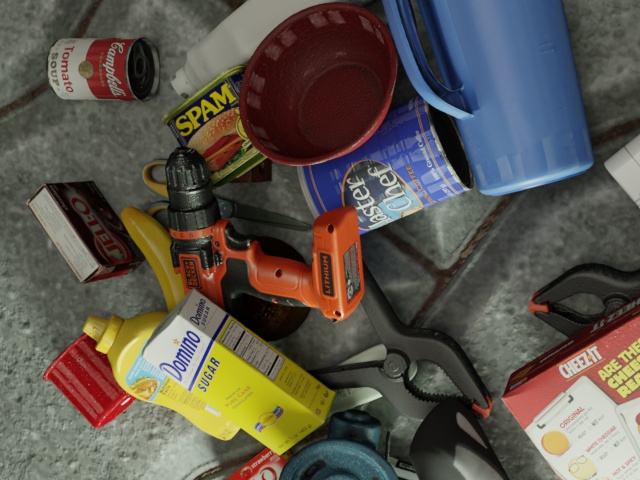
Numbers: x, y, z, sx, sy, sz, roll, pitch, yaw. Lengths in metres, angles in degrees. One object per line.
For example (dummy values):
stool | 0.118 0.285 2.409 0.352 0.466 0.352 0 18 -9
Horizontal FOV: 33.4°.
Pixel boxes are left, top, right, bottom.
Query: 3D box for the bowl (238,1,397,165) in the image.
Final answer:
bowl | 0.007 -0.135 0.983 0.162 0.055 0.162 -10 67 26

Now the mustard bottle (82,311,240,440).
mustard bottle | -0.157 0.128 1.108 0.191 0.058 0.096 28 111 -10

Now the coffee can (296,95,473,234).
coffee can | 0.062 -0.069 1.024 0.140 0.102 0.103 -23 87 20

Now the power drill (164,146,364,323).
power drill | -0.057 0.001 1.006 0.188 0.057 0.184 4 117 25

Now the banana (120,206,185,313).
banana | -0.164 0.057 1.143 0.069 0.037 0.198 -10 97 -5

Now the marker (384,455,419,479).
marker | 0.119 0.243 1.074 0.121 0.020 0.020 15 99 19

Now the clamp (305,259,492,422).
clamp | 0.066 0.124 1.045 0.210 0.036 0.165 33 110 8

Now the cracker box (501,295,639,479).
cracker box | 0.293 0.175 0.957 0.164 0.072 0.213 -35 92 21

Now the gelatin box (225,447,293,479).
gelatin box | -0.057 0.266 1.135 0.089 0.030 0.073 -39 81 19

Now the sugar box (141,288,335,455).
sugar box | -0.081 0.131 1.039 0.176 0.048 0.093 35 135 -10

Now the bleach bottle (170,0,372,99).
bleach bottle | -0.046 -0.216 1.052 0.251 0.102 0.068 -30 85 19

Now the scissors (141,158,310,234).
scissors | -0.113 -0.020 1.140 0.202 0.016 0.096 29 105 16

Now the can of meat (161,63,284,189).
can of meat | -0.091 -0.109 1.046 0.102 0.057 0.084 -33 85 20

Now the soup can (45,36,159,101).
soup can | -0.233 -0.184 1.144 0.102 0.068 0.068 4 96 21

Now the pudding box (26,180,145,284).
pudding box | -0.252 -0.010 1.153 0.039 0.090 0.113 -42 80 19

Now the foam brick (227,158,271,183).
foam brick | -0.083 -0.097 1.103 0.051 0.053 0.078 2 96 20

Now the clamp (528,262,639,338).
clamp | 0.283 0.069 0.988 0.172 0.039 0.120 -9 96 27

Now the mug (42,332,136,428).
mug | -0.246 0.156 1.173 0.081 0.093 0.117 46 139 6

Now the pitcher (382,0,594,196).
pitcher | 0.157 -0.165 0.963 0.149 0.144 0.243 -15 92 18
